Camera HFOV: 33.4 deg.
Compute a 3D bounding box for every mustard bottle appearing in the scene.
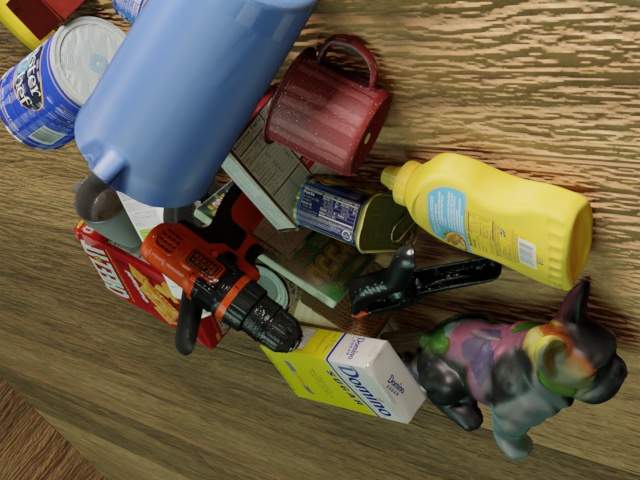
[{"bbox_3d":[0.136,-0.027,0.920,0.192,0.058,0.096,22,150,29],"label":"mustard bottle"}]

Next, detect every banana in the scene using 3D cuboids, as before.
[{"bbox_3d":[-0.337,-0.263,1.160,0.070,0.037,0.197,16,148,38],"label":"banana"}]

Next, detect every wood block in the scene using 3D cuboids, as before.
[{"bbox_3d":[0.021,0.099,1.250,0.090,0.090,0.206,34,155,7],"label":"wood block"}]

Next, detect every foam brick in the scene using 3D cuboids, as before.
[{"bbox_3d":[-0.277,-0.248,1.091,0.053,0.051,0.078,47,153,-19],"label":"foam brick"}]

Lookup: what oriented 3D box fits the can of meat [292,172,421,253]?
[{"bbox_3d":[0.036,-0.028,1.010,0.084,0.057,0.101,22,-166,35],"label":"can of meat"}]

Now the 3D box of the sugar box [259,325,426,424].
[{"bbox_3d":[0.021,0.142,1.157,0.177,0.048,0.093,7,139,51],"label":"sugar box"}]

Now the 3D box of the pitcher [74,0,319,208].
[{"bbox_3d":[-0.095,-0.152,0.879,0.144,0.149,0.243,9,141,-30],"label":"pitcher"}]

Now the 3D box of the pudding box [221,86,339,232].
[{"bbox_3d":[-0.040,-0.078,1.027,0.113,0.090,0.039,49,152,-24],"label":"pudding box"}]

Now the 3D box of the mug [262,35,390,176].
[{"bbox_3d":[0.012,-0.117,0.911,0.081,0.093,0.117,28,118,10],"label":"mug"}]

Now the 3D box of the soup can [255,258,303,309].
[{"bbox_3d":[-0.041,0.028,1.175,0.069,0.102,0.068,16,127,22],"label":"soup can"}]

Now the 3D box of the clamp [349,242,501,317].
[{"bbox_3d":[0.092,0.042,1.049,0.120,0.039,0.172,11,159,-23],"label":"clamp"}]

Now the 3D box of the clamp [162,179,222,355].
[{"bbox_3d":[-0.126,0.013,1.164,0.036,0.164,0.210,-12,105,44],"label":"clamp"}]

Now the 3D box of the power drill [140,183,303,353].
[{"bbox_3d":[-0.057,0.001,1.069,0.184,0.187,0.057,36,151,6],"label":"power drill"}]

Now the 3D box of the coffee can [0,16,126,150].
[{"bbox_3d":[-0.268,-0.164,1.133,0.102,0.102,0.141,47,142,-20],"label":"coffee can"}]

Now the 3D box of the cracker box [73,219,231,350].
[{"bbox_3d":[-0.235,0.050,1.525,0.214,0.072,0.164,25,152,26],"label":"cracker box"}]
